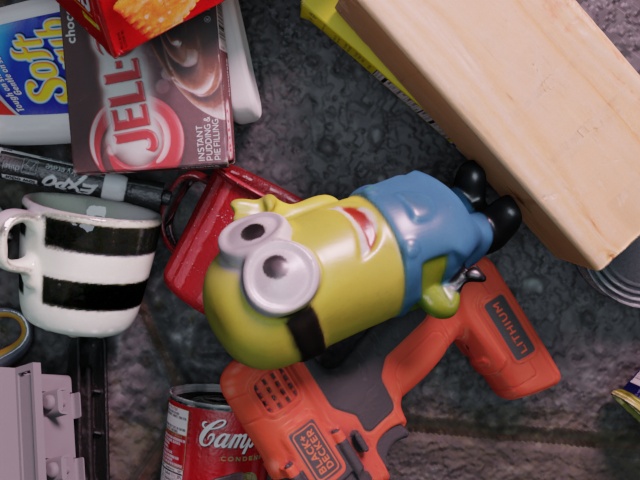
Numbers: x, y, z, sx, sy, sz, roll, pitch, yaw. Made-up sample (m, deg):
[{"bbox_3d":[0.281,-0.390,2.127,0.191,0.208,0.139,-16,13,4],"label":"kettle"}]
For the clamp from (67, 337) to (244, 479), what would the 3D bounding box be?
[{"bbox_3d":[-0.132,0.181,0.659,0.165,0.036,0.210,29,103,38],"label":"clamp"}]

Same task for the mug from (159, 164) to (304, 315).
[{"bbox_3d":[-0.054,0.001,0.664,0.117,0.093,0.081,31,97,23],"label":"mug"}]

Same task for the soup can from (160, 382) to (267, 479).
[{"bbox_3d":[-0.067,0.147,0.675,0.068,0.068,0.102,6,93,-1],"label":"soup can"}]

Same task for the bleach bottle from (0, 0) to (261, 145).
[{"bbox_3d":[-0.169,-0.098,0.665,0.251,0.068,0.102,-12,93,2],"label":"bleach bottle"}]

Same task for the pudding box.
[{"bbox_3d":[-0.098,-0.095,0.610,0.090,0.039,0.113,-4,93,4],"label":"pudding box"}]

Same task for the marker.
[{"bbox_3d":[-0.151,-0.038,0.656,0.121,0.020,0.020,12,93,-8],"label":"marker"}]

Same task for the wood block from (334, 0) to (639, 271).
[{"bbox_3d":[0.111,-0.091,0.611,0.090,0.091,0.206,-42,96,1],"label":"wood block"}]

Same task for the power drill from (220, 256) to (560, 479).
[{"bbox_3d":[0.055,0.109,0.651,0.187,0.057,0.184,-34,98,-22],"label":"power drill"}]
